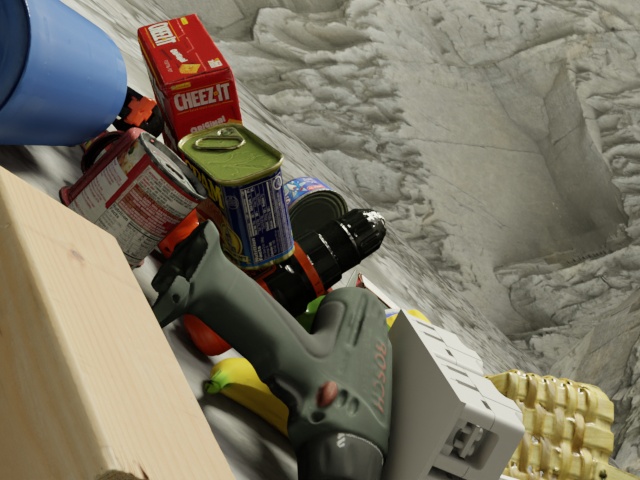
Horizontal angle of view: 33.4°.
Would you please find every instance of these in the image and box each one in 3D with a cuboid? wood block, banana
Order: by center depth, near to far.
[{"bbox_3d":[-0.121,0.069,0.482,0.090,0.090,0.206,37,12,-44],"label":"wood block"},{"bbox_3d":[-0.024,0.144,0.840,0.197,0.037,0.069,40,30,-29],"label":"banana"}]

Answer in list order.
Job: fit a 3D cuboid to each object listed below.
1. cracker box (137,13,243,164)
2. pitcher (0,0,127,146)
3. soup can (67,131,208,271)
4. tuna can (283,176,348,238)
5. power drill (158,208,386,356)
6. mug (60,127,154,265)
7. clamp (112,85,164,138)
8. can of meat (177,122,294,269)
[{"bbox_3d":[-0.119,-0.094,1.059,0.164,0.072,0.214,-123,-161,-56],"label":"cracker box"},{"bbox_3d":[-0.227,-0.140,0.782,0.145,0.149,0.242,47,7,4],"label":"pitcher"},{"bbox_3d":[-0.142,-0.021,0.787,0.068,0.102,0.068,45,8,-8],"label":"soup can"},{"bbox_3d":[-0.016,-0.017,1.018,0.034,0.086,0.086,39,1,42],"label":"tuna can"},{"bbox_3d":[-0.056,0.001,0.915,0.188,0.184,0.057,43,-20,53],"label":"power drill"},{"bbox_3d":[-0.161,-0.047,0.899,0.117,0.081,0.093,51,9,34],"label":"mug"},{"bbox_3d":[-0.204,-0.136,0.982,0.164,0.036,0.210,38,-6,-22],"label":"clamp"},{"bbox_3d":[-0.065,-0.034,0.839,0.102,0.057,0.084,39,-35,51],"label":"can of meat"}]
